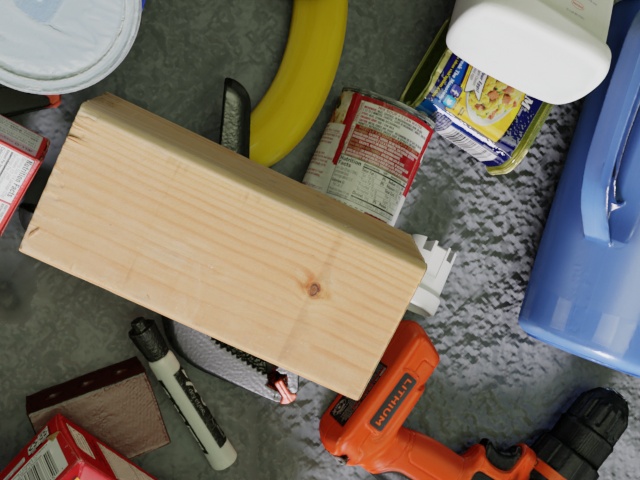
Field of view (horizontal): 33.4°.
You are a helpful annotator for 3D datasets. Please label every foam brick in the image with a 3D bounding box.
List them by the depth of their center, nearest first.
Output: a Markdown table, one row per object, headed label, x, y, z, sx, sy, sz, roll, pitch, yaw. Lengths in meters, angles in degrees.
| label | x | y | z | sx | sy | sz | roll | pitch | yaw |
| --- | --- | --- | --- | --- | --- | --- | --- | --- | --- |
| foam brick | -0.141 | 0.113 | 0.677 | 0.078 | 0.053 | 0.051 | -20 | 98 | -14 |

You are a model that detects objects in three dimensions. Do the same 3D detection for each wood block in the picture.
| label | x | y | z | sx | sy | sz | roll | pitch | yaw |
| --- | --- | --- | --- | --- | --- | --- | --- | --- | --- |
| wood block | -0.054 | 0.001 | 0.621 | 0.206 | 0.090 | 0.091 | 25 | 100 | -7 |

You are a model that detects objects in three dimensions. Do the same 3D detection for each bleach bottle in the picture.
| label | x | y | z | sx | sy | sz | roll | pitch | yaw |
| --- | --- | --- | --- | --- | --- | --- | --- | --- | --- |
| bleach bottle | 0.160 | -0.219 | 0.704 | 0.102 | 0.068 | 0.250 | 24 | 66 | -12 |

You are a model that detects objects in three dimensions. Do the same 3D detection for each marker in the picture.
| label | x | y | z | sx | sy | sz | roll | pitch | yaw |
| --- | --- | --- | --- | --- | --- | --- | --- | --- | --- |
| marker | -0.090 | 0.099 | 0.694 | 0.020 | 0.020 | 0.121 | -32 | 114 | -11 |

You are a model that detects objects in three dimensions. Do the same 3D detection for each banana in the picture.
| label | x | y | z | sx | sy | sz | roll | pitch | yaw |
| --- | --- | --- | --- | --- | --- | --- | --- | --- | --- |
| banana | -0.021 | -0.119 | 0.703 | 0.069 | 0.037 | 0.198 | 27 | 86 | -15 |

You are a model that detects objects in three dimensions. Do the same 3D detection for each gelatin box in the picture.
| label | x | y | z | sx | sy | sz | roll | pitch | yaw |
| --- | --- | --- | --- | --- | --- | --- | --- | --- | --- |
| gelatin box | -0.218 | -0.048 | 0.639 | 0.089 | 0.030 | 0.073 | 27 | 122 | -19 |

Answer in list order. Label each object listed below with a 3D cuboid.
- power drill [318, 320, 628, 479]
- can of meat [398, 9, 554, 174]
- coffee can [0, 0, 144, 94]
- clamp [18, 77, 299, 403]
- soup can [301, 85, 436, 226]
| label | x | y | z | sx | sy | sz | roll | pitch | yaw |
| --- | --- | --- | --- | --- | --- | --- | --- | --- | --- |
| power drill | 0.108 | 0.140 | 0.743 | 0.187 | 0.057 | 0.184 | 40 | 83 | -14 |
| can of meat | 0.114 | -0.110 | 0.730 | 0.084 | 0.057 | 0.102 | 32 | 84 | -12 |
| coffee can | -0.146 | -0.154 | 0.598 | 0.103 | 0.140 | 0.103 | -1 | 118 | -3 |
| clamp | -0.083 | 0.021 | 0.691 | 0.164 | 0.036 | 0.210 | -24 | 106 | 3 |
| soup can | 0.026 | -0.041 | 0.705 | 0.068 | 0.069 | 0.102 | 24 | 88 | -15 |
